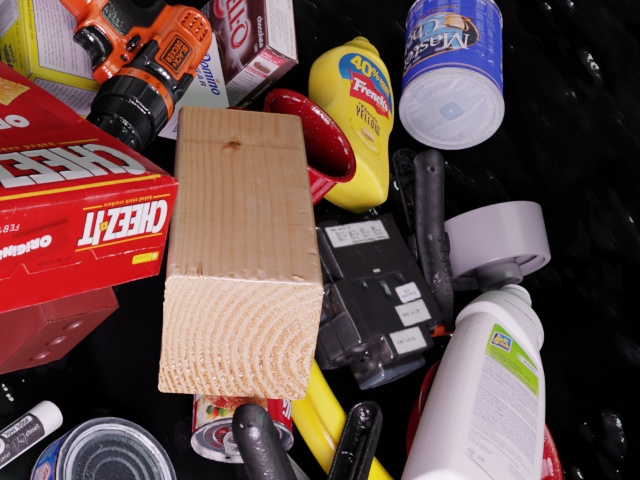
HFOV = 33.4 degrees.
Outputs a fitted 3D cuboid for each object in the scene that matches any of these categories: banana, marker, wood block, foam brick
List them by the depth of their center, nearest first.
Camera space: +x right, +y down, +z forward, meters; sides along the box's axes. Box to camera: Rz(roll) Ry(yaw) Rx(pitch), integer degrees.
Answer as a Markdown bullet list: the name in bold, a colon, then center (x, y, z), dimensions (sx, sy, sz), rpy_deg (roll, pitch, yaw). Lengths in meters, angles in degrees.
- **marker**: center (-0.195, 0.128, 0.606), dimensions (0.020, 0.020, 0.120), rpy_deg (53, 39, 0)
- **foam brick**: center (-0.170, 0.039, 0.650), dimensions (0.052, 0.078, 0.051), rpy_deg (-10, 68, -48)
- **wood block**: center (-0.054, 0.000, 0.699), dimensions (0.090, 0.090, 0.206), rpy_deg (4, 34, -7)
- **banana**: center (0.004, 0.132, 0.789), dimensions (0.198, 0.037, 0.069), rpy_deg (57, 8, 0)

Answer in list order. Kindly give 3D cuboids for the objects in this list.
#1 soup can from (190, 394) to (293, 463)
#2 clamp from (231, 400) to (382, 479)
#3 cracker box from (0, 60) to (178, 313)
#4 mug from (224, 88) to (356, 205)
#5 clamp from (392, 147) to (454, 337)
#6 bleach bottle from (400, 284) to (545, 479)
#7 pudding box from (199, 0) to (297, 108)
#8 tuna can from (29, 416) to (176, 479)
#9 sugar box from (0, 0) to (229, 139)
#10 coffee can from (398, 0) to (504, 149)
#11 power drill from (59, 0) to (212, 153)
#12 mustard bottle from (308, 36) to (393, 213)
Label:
- **soup can**: center (-0.054, 0.092, 0.733), dimensions (0.068, 0.069, 0.102), rpy_deg (23, 48, -32)
- **clamp**: center (-0.008, 0.198, 0.672), dimensions (0.164, 0.036, 0.210), rpy_deg (24, 64, -55)
- **cracker box**: center (-0.212, -0.045, 0.599), dimensions (0.214, 0.072, 0.163), rpy_deg (32, 29, 31)
- **mug**: center (-0.041, -0.064, 0.840), dimensions (0.117, 0.082, 0.093), rpy_deg (27, 37, -33)
- **clamp**: center (0.092, -0.002, 0.911), dimensions (0.120, 0.039, 0.171), rpy_deg (71, 8, -88)
- **bleach bottle**: center (0.133, 0.123, 0.810), dimensions (0.102, 0.068, 0.250), rpy_deg (44, 37, -12)
- **pudding box**: center (-0.063, -0.174, 0.903), dimensions (0.039, 0.090, 0.113), rpy_deg (18, 51, -36)
- **tuna can**: center (-0.129, 0.151, 0.643), dimensions (0.086, 0.034, 0.086), rpy_deg (25, 47, -30)
- **sugar box**: center (-0.155, -0.134, 0.819), dimensions (0.175, 0.048, 0.093), rpy_deg (12, 56, -42)
- **coffee can**: center (0.135, -0.177, 1.090), dimensions (0.102, 0.103, 0.140), rpy_deg (31, 44, -25)
- **power drill**: center (-0.171, -0.148, 0.732), dimensions (0.187, 0.057, 0.184), rpy_deg (45, 40, -20)
- **mustard bottle**: center (0.028, -0.122, 0.978), dimensions (0.096, 0.058, 0.191), rpy_deg (40, 39, -30)
